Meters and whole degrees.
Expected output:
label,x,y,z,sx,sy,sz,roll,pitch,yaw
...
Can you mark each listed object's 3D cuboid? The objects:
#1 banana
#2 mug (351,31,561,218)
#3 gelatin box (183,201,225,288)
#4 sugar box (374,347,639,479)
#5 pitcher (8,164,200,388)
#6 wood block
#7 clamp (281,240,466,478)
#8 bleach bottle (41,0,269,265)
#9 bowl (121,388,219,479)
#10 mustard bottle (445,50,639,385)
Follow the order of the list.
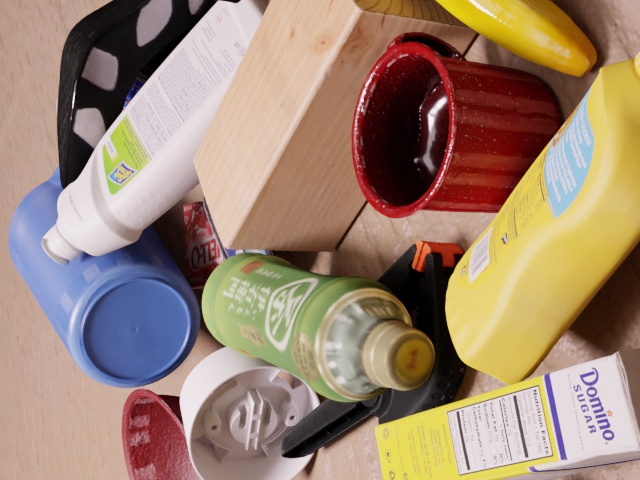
label,x,y,z,sx,sy,sz,roll,pitch,yaw
banana,0.079,-0.155,0.595,0.198,0.069,0.037,59,138,42
mug,0.072,-0.066,0.588,0.093,0.081,0.117,-52,47,44
gelatin box,-0.084,0.001,0.886,0.089,0.030,0.073,-11,80,59
sugar box,0.112,0.088,0.503,0.177,0.093,0.048,-35,61,52
pitcher,-0.188,0.042,0.940,0.145,0.149,0.243,-51,30,0
wood block,0.001,-0.092,0.697,0.206,0.090,0.090,-58,42,40
clamp,0.038,0.095,0.675,0.165,0.036,0.210,30,111,52
bleach bottle,-0.120,-0.078,0.813,0.251,0.068,0.103,-42,48,13
bowl,-0.100,0.188,0.855,0.162,0.055,0.162,31,129,48
mustard bottle,0.128,-0.024,0.502,0.192,0.058,0.096,-60,5,36
